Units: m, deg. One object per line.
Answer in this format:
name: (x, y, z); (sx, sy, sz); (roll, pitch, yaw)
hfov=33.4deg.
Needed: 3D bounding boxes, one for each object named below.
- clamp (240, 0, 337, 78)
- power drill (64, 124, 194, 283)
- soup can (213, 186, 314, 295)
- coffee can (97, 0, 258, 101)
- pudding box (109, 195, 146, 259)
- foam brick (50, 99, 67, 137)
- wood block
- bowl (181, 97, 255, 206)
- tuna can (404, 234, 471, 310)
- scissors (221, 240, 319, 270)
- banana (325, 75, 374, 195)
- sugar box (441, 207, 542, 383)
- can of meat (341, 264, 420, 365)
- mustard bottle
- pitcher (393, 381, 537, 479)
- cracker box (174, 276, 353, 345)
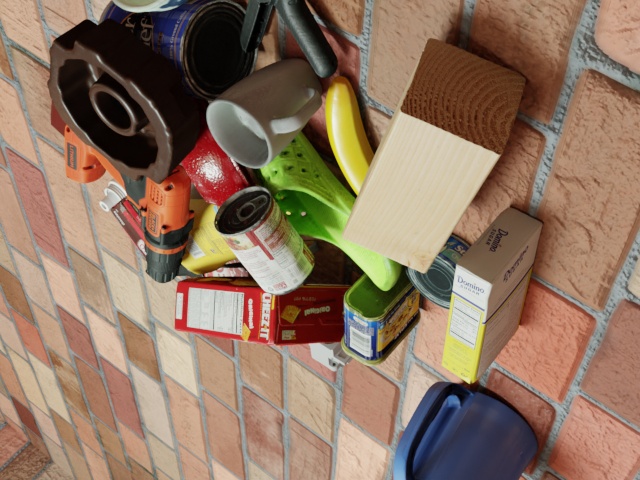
clamp: (-0.050, -0.234, 0.998); (0.120, 0.039, 0.171); (11, 131, 39)
power drill: (-0.226, -0.056, 1.269); (0.188, 0.057, 0.185); (39, 140, 21)
soup can: (-0.057, 0.001, 1.124); (0.069, 0.068, 0.102); (13, 148, 44)
coffee can: (-0.148, -0.202, 1.100); (0.141, 0.102, 0.103); (17, 141, 41)
pudding box: (-0.211, -0.026, 1.393); (0.039, 0.113, 0.090); (-36, 90, 29)
foam brick: (-0.321, -0.172, 1.416); (0.051, 0.053, 0.078); (41, 152, 6)
wood block: (0.095, -0.069, 0.947); (0.091, 0.090, 0.206); (23, 149, 0)
bowl: (-0.123, -0.094, 1.180); (0.162, 0.055, 0.162); (60, 180, -1)
tuna can: (0.131, 0.032, 1.117); (0.086, 0.033, 0.086); (32, 149, 22)
scissors: (-0.068, 0.022, 1.326); (0.202, 0.096, 0.016); (7, 120, 68)
banana: (0.053, -0.077, 1.079); (0.070, 0.037, 0.197); (-25, 112, 33)
sugar box: (0.165, 0.056, 1.043); (0.048, 0.093, 0.176); (30, 147, 25)
can of meat: (0.068, 0.075, 1.184); (0.057, 0.102, 0.084); (30, 146, 25)
mustard bottle: (-0.099, -0.021, 1.284); (0.192, 0.058, 0.096); (-16, 117, 35)
pitcher: (0.137, 0.292, 1.230); (0.149, 0.242, 0.145); (32, 147, 10)
cracker box: (-0.052, 0.082, 1.288); (0.214, 0.163, 0.072); (1, 89, 51)
